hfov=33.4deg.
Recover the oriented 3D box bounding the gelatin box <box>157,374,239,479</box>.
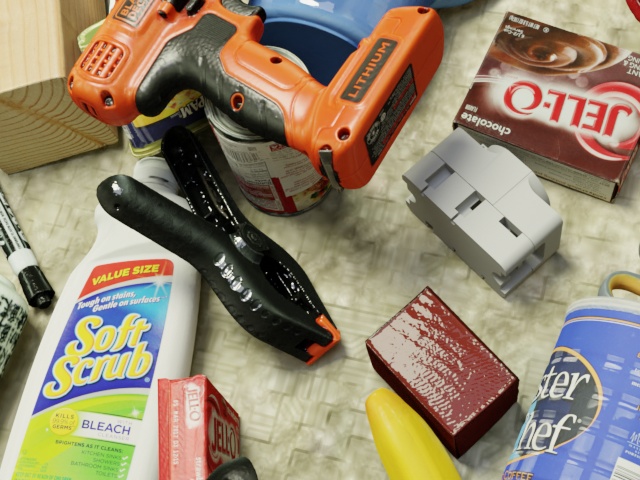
[{"bbox_3d":[-0.066,0.123,0.600,0.030,0.089,0.073,-6,65,6],"label":"gelatin box"}]

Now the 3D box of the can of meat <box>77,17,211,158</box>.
[{"bbox_3d":[-0.098,-0.116,0.705,0.102,0.084,0.057,-27,26,-3],"label":"can of meat"}]

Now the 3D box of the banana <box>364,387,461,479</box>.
[{"bbox_3d":[0.062,0.176,0.573,0.037,0.069,0.198,-33,49,41],"label":"banana"}]

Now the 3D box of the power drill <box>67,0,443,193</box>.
[{"bbox_3d":[-0.028,-0.122,0.607,0.188,0.057,0.184,25,76,22],"label":"power drill"}]

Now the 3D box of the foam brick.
[{"bbox_3d":[0.071,0.076,0.618,0.051,0.053,0.078,-39,67,-9],"label":"foam brick"}]

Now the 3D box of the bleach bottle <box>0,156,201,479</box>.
[{"bbox_3d":[-0.129,0.064,0.652,0.102,0.068,0.251,5,65,5],"label":"bleach bottle"}]

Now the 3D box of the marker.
[{"bbox_3d":[-0.209,-0.003,0.718,0.020,0.020,0.121,-32,65,-6],"label":"marker"}]

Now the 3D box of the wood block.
[{"bbox_3d":[-0.207,-0.166,0.746,0.090,0.090,0.206,-15,64,9],"label":"wood block"}]

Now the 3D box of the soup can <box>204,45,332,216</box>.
[{"bbox_3d":[-0.030,-0.067,0.671,0.068,0.102,0.068,-4,66,8],"label":"soup can"}]

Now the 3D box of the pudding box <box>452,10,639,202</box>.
[{"bbox_3d":[0.153,-0.086,0.685,0.114,0.039,0.090,22,72,18],"label":"pudding box"}]

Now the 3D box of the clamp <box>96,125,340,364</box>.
[{"bbox_3d":[-0.054,0.001,0.650,0.039,0.171,0.120,-36,18,28],"label":"clamp"}]
